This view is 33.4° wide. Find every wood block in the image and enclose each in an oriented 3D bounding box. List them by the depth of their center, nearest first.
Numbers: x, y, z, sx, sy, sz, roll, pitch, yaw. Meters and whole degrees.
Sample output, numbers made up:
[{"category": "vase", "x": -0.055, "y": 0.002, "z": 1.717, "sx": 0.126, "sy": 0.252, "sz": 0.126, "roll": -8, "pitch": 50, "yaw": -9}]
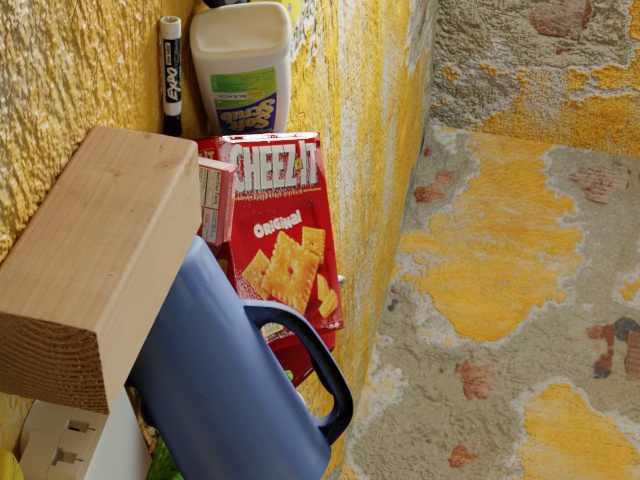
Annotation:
[{"category": "wood block", "x": -0.164, "y": 0.015, "z": 0.795, "sx": 0.206, "sy": 0.090, "sz": 0.091, "roll": -71, "pitch": 167, "yaw": -45}]

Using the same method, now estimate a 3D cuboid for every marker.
[{"category": "marker", "x": -0.138, "y": -0.147, "z": 0.986, "sx": 0.020, "sy": 0.020, "sz": 0.121, "roll": -66, "pitch": 164, "yaw": -54}]

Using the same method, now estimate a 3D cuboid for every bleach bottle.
[{"category": "bleach bottle", "x": -0.071, "y": -0.145, "z": 1.130, "sx": 0.251, "sy": 0.102, "sz": 0.068, "roll": 81, "pitch": 4, "yaw": -63}]

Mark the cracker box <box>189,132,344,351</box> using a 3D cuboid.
[{"category": "cracker box", "x": -0.057, "y": 0.001, "z": 1.070, "sx": 0.163, "sy": 0.072, "sz": 0.214, "roll": -10, "pitch": 94, "yaw": -52}]

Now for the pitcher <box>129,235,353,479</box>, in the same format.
[{"category": "pitcher", "x": -0.089, "y": 0.115, "z": 0.935, "sx": 0.149, "sy": 0.145, "sz": 0.243, "roll": -46, "pitch": 116, "yaw": -46}]

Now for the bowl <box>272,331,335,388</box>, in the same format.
[{"category": "bowl", "x": -0.033, "y": 0.139, "z": 1.287, "sx": 0.162, "sy": 0.055, "sz": 0.162, "roll": -43, "pitch": 170, "yaw": -9}]

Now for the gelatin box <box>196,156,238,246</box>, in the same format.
[{"category": "gelatin box", "x": -0.122, "y": -0.041, "z": 0.977, "sx": 0.030, "sy": 0.089, "sz": 0.073, "roll": -34, "pitch": 134, "yaw": -64}]
